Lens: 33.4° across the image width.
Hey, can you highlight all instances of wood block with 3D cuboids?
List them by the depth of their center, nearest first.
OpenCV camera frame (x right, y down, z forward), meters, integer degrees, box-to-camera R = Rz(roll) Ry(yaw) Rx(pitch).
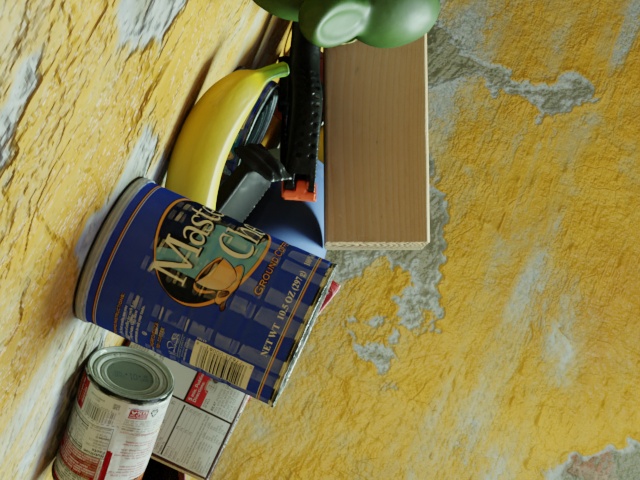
[{"bbox_3d":[0.047,-0.097,0.947,0.090,0.091,0.206,85,4,-85],"label":"wood block"}]

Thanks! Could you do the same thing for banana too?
[{"bbox_3d":[-0.078,-0.039,0.759,0.037,0.069,0.198,39,-67,61],"label":"banana"}]

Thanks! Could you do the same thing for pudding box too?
[{"bbox_3d":[-0.124,0.138,0.887,0.039,0.113,0.090,113,3,-75],"label":"pudding box"}]

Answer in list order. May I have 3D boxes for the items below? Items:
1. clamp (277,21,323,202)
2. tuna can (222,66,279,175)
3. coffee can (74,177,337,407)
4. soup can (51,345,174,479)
[{"bbox_3d":[-0.015,-0.131,0.893,0.165,0.036,0.210,104,-12,-54],"label":"clamp"},{"bbox_3d":[-0.064,-0.094,0.860,0.086,0.034,0.086,26,88,-87],"label":"tuna can"},{"bbox_3d":[-0.073,0.033,0.695,0.103,0.140,0.103,26,88,-87],"label":"coffee can"},{"bbox_3d":[-0.155,0.138,0.795,0.068,0.068,0.102,-59,171,-66],"label":"soup can"}]
